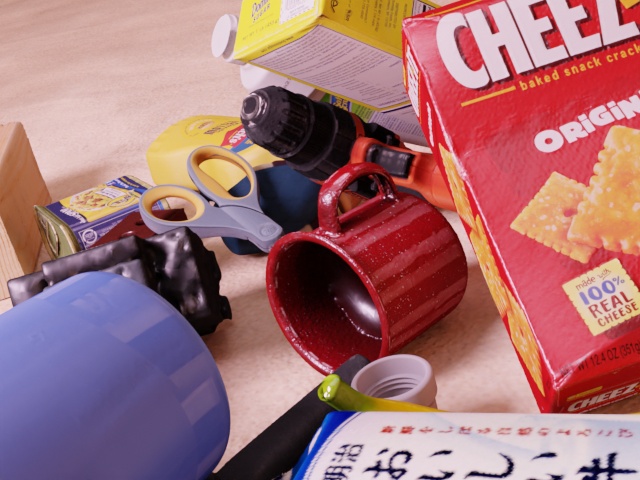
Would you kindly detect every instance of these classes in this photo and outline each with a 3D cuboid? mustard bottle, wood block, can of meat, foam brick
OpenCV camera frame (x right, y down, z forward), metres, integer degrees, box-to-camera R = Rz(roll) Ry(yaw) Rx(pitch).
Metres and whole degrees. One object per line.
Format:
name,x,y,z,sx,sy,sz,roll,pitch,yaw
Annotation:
mustard bottle,-0.056,-0.072,0.905,0.192,0.058,0.096,9,30,44
wood block,-0.298,-0.024,0.923,0.091,0.090,0.206,-16,23,-2
can of meat,-0.170,-0.009,0.847,0.083,0.057,0.102,-25,25,-23
foam brick,-0.130,0.018,0.766,0.053,0.051,0.078,-3,28,30

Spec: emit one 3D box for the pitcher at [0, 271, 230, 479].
pitcher,-0.135,0.113,0.390,0.145,0.149,0.242,-31,4,44

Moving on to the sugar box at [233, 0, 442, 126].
sugar box,0.046,-0.112,0.650,0.175,0.048,0.094,13,-13,-32

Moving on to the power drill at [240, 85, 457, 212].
power drill,0.063,-0.047,0.673,0.188,0.057,0.184,17,-1,44

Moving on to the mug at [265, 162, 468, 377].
mug,0.027,0.012,0.602,0.093,0.117,0.081,10,30,45

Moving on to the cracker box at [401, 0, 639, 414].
cracker box,0.150,-0.037,0.534,0.164,0.072,0.214,-18,66,-2

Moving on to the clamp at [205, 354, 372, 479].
clamp,-0.047,0.123,0.499,0.164,0.036,0.210,-15,26,6

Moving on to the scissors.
scissors,-0.055,0.001,0.717,0.096,0.016,0.202,-24,47,-15
